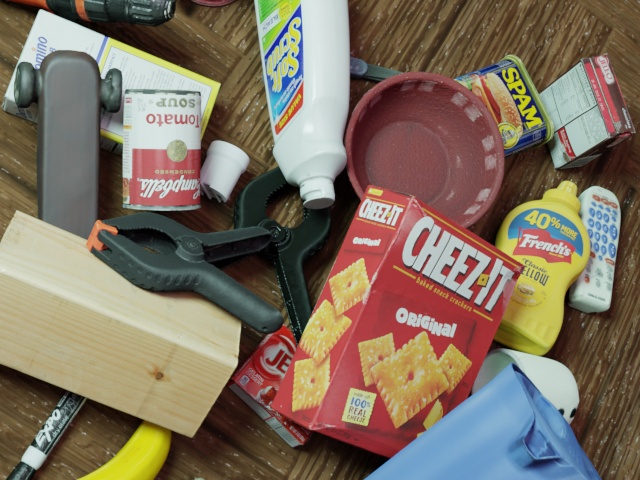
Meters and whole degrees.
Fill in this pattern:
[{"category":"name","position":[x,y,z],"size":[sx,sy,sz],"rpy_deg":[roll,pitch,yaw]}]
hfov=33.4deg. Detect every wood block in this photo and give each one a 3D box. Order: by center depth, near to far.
[{"category":"wood block","position":[-0.178,0.070,0.879],"size":[0.206,0.091,0.090],"rpy_deg":[25,26,-14]}]

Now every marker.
[{"category":"marker","position":[-0.225,0.160,0.891],"size":[0.020,0.020,0.121],"rpy_deg":[35,65,-9]}]

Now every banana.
[{"category":"banana","position":[-0.190,0.197,0.879],"size":[0.070,0.037,0.197],"rpy_deg":[45,52,15]}]

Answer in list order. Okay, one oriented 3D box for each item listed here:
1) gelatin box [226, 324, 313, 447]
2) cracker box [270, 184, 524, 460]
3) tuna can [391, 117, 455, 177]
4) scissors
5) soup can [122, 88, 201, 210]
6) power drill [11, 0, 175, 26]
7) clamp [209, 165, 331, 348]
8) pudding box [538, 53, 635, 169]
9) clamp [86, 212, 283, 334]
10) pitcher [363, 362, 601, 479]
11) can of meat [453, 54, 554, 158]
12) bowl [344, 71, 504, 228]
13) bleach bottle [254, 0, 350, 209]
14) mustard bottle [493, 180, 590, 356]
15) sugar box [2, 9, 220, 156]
[{"category":"gelatin box","position":[-0.030,0.132,0.973],"size":[0.089,0.030,0.073],"rpy_deg":[44,63,-5]},{"category":"cracker box","position":[0.073,0.083,0.945],"size":[0.164,0.072,0.213],"rpy_deg":[28,84,-37]},{"category":"tuna can","position":[0.107,-0.102,1.097],"size":[0.086,0.034,0.086],"rpy_deg":[6,72,-21]},{"category":"scissors","position":[0.025,-0.163,1.091],"size":[0.201,0.016,0.096],"rpy_deg":[25,68,-13]},{"category":"soup can","position":[-0.137,-0.079,0.926],"size":[0.068,0.069,0.102],"rpy_deg":[-1,97,-23]},{"category":"power drill","position":[-0.194,-0.282,0.980],"size":[0.184,0.057,0.187],"rpy_deg":[14,63,11]},{"category":"clamp","position":[-0.056,0.001,0.990],"size":[0.164,0.036,0.210],"rpy_deg":[19,59,-4]},{"category":"pudding box","position":[0.277,-0.134,1.132],"size":[0.039,0.114,0.090],"rpy_deg":[-12,80,-22]},{"category":"clamp","position":[-0.106,0.024,0.888],"size":[0.171,0.039,0.120],"rpy_deg":[7,35,-27]},{"category":"pitcher","position":[0.109,0.223,0.893],"size":[0.243,0.145,0.149],"rpy_deg":[-37,120,11]},{"category":"can of meat","position":[0.183,-0.134,1.126],"size":[0.083,0.058,0.102],"rpy_deg":[-23,85,-24]},{"category":"bowl","position":[0.094,-0.078,1.034],"size":[0.162,0.055,0.162],"rpy_deg":[2,81,-14]},{"category":"bleach bottle","position":[-0.009,-0.154,1.001],"size":[0.067,0.103,0.251],"rpy_deg":[9,65,-38]},{"category":"mustard bottle","position":[0.223,0.017,1.094],"size":[0.096,0.058,0.191],"rpy_deg":[25,64,8]},{"category":"sugar box","position":[-0.190,-0.132,0.977],"size":[0.176,0.048,0.093],"rpy_deg":[21,72,-13]}]
